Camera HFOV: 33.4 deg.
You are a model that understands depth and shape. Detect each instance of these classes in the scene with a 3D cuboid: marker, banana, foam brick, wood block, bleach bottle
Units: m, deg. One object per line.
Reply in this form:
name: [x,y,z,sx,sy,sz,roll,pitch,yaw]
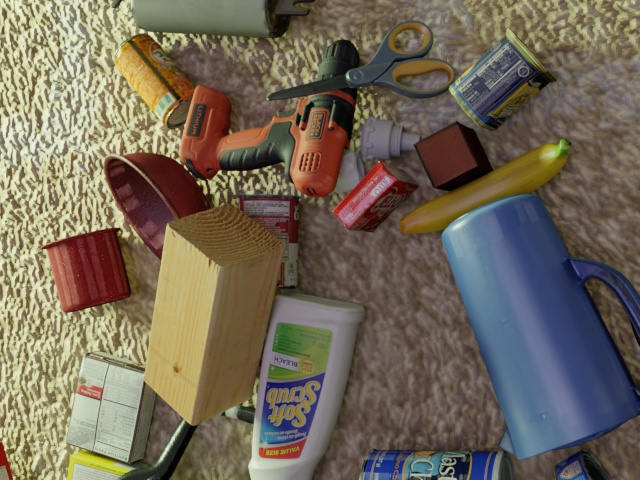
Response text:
marker: [-0.120,0.187,1.209,0.121,0.020,0.020,11,92,19]
banana: [0.173,-0.055,1.086,0.198,0.069,0.037,-29,64,26]
foam brick: [0.137,-0.084,1.094,0.053,0.078,0.051,-28,80,19]
wood block: [-0.115,0.078,1.120,0.091,0.090,0.206,36,128,31]
bleach bottle: [-0.020,0.187,1.152,0.103,0.068,0.251,9,94,20]

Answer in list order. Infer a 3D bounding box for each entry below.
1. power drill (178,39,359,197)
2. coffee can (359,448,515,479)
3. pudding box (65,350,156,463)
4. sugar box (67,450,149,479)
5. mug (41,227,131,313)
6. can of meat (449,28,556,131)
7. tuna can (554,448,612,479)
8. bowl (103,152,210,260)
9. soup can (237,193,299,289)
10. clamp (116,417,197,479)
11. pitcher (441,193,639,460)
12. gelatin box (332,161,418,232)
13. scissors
power drill: [-0.052,-0.134,1.157,0.188,0.057,0.184,0,64,26]
coffee can: [0.120,0.263,1.078,0.140,0.102,0.103,-3,88,20]
pudding box: [-0.241,0.194,1.243,0.090,0.039,0.113,13,95,19]
sugar box: [-0.254,0.341,1.240,0.093,0.048,0.176,11,96,20]
mug: [-0.273,0.038,1.238,0.117,0.093,0.081,-16,88,49]
can of meat: [0.182,-0.157,1.068,0.084,0.102,0.057,-42,77,16]
tuna can: [0.264,0.248,1.036,0.034,0.086,0.086,-35,78,17]
bowl: [-0.170,-0.041,1.184,0.055,0.162,0.162,-38,74,-23]
soup can: [-0.058,0.001,1.166,0.069,0.068,0.102,1,89,19]
clamp: [-0.177,0.267,1.183,0.171,0.039,0.120,-23,56,-10]
pitcher: [0.219,0.078,1.036,0.149,0.145,0.243,-18,78,-14]
gelatin box: [0.058,-0.043,1.114,0.073,0.089,0.030,-46,75,13]
scissors: [0.042,-0.187,1.116,0.201,0.016,0.096,0,72,-10]
